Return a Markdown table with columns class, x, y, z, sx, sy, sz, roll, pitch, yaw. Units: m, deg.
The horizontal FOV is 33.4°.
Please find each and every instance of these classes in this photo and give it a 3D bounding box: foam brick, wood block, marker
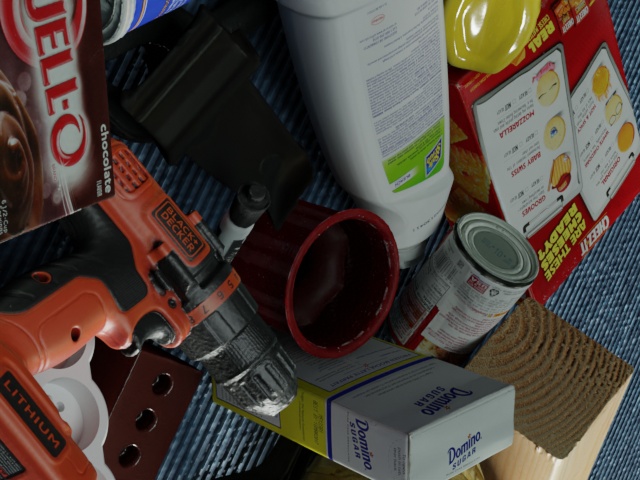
| class | x | y | z | sx | sy | sz | roll | pitch | yaw |
| --- | --- | --- | --- | --- | --- | --- | --- | --- | --- |
| foam brick | -0.114 | 0.095 | 0.616 | 0.052 | 0.051 | 0.078 | 29 | 83 | -44 |
| wood block | 0.156 | 0.145 | 0.801 | 0.090 | 0.091 | 0.206 | -45 | 155 | -22 |
| marker | -0.054 | 0.001 | 0.607 | 0.020 | 0.121 | 0.020 | 10 | 61 | -18 |

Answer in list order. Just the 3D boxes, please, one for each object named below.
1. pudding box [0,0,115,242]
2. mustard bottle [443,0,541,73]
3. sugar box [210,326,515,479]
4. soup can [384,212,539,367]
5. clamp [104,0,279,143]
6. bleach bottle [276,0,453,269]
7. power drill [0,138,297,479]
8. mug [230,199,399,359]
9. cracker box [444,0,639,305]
| class | x | y | z | sx | sy | sz | roll | pitch | yaw |
| --- | --- | --- | --- | --- | --- | --- | --- | --- | --- |
| pudding box | -0.132 | -0.062 | 0.457 | 0.089 | 0.039 | 0.113 | -31 | 127 | -56 |
| mustard bottle | 0.119 | -0.206 | 0.697 | 0.096 | 0.058 | 0.191 | 97 | 5 | -54 |
| sugar box | 0.021 | 0.095 | 0.654 | 0.093 | 0.177 | 0.048 | -15 | 113 | -39 |
| soup can | 0.098 | 0.038 | 0.752 | 0.068 | 0.068 | 0.102 | -9 | 144 | -41 |
| clamp | -0.073 | -0.104 | 0.600 | 0.171 | 0.039 | 0.120 | 6 | 93 | -51 |
| bleach bottle | 0.035 | -0.075 | 0.674 | 0.102 | 0.068 | 0.251 | -34 | 138 | -22 |
| power drill | -0.102 | 0.057 | 0.536 | 0.184 | 0.057 | 0.187 | 51 | 37 | -11 |
| mug | -0.003 | 0.016 | 0.673 | 0.117 | 0.082 | 0.093 | -6 | 108 | -42 |
| cracker box | 0.156 | -0.081 | 0.797 | 0.164 | 0.072 | 0.213 | -44 | 130 | -23 |
